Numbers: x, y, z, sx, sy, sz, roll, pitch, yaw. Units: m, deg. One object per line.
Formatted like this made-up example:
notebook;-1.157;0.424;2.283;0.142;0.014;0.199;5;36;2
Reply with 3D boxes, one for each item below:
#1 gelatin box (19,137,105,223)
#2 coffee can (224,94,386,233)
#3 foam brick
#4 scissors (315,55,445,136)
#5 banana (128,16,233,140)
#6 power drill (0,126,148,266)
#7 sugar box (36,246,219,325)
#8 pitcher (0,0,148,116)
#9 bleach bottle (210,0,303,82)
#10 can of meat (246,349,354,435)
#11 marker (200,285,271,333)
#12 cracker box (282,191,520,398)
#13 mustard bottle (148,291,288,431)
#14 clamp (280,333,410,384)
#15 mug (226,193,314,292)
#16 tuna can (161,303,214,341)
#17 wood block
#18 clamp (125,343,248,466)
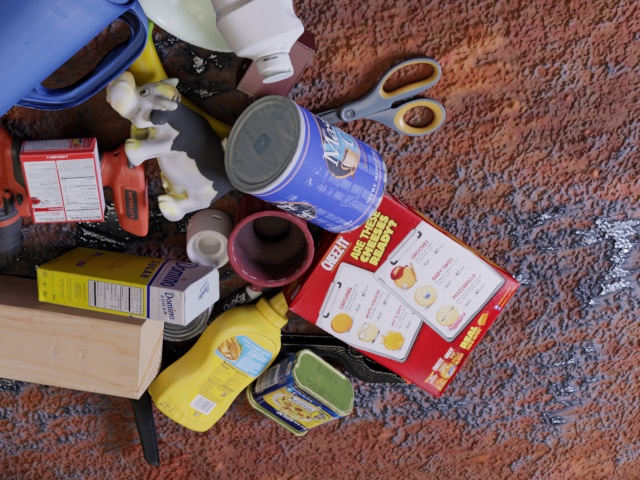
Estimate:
gelatin box;-0.259;-0.060;1.079;0.073;0.030;0.089;-3;130;-4
coffee can;-0.014;-0.076;1.095;0.103;0.103;0.140;-44;140;20
foam brick;-0.046;-0.184;1.093;0.051;0.053;0.078;27;114;-16
scissors;0.046;-0.127;1.149;0.202;0.016;0.096;-29;116;14
banana;-0.138;-0.140;1.121;0.070;0.037;0.197;-33;116;23
power drill;-0.280;-0.043;1.148;0.187;0.057;0.184;-1;134;-8
sugar box;-0.207;0.047;1.159;0.176;0.093;0.048;5;107;17
pitcher;-0.287;-0.186;0.981;0.243;0.144;0.149;-38;78;21
bleach bottle;-0.062;-0.269;0.965;0.102;0.068;0.251;-14;88;-14
can of meat;-0.022;0.181;1.271;0.102;0.057;0.084;38;134;-26
marker;-0.097;0.071;1.250;0.121;0.020;0.020;-33;115;15
cracker box;0.090;0.053;1.202;0.213;0.072;0.164;32;98;-17
mustard bottle;-0.104;0.132;1.236;0.192;0.058;0.096;-46;132;6
clamp;0.044;0.111;1.267;0.171;0.039;0.120;24;119;-13
mug;-0.058;0.001;1.178;0.093;0.081;0.117;11;117;-8
tuna can;-0.166;0.070;1.229;0.086;0.033;0.086;3;110;7
wood block;-0.287;0.106;1.192;0.206;0.090;0.090;8;107;7
clamp;-0.215;0.173;1.289;0.210;0.036;0.165;39;103;-18
